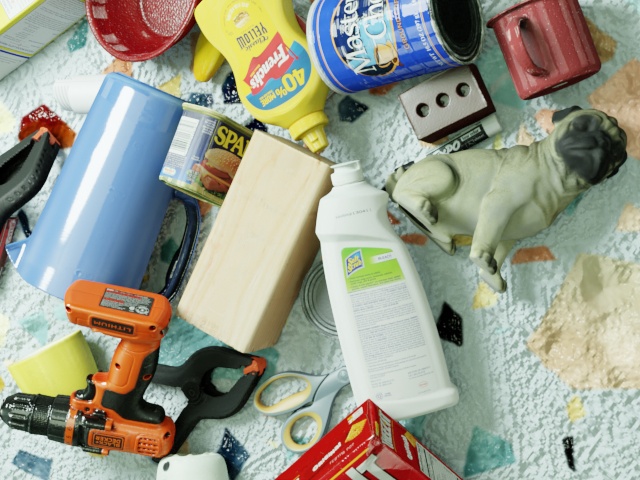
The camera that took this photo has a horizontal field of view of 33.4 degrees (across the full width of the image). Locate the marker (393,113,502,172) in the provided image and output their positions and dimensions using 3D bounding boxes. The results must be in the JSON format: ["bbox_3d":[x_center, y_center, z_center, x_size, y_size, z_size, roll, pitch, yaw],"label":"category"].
[{"bbox_3d":[0.126,-0.090,1.073,0.121,0.020,0.020,-29,81,17],"label":"marker"}]

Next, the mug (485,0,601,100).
[{"bbox_3d":[0.208,-0.182,0.997,0.093,0.117,0.081,-21,88,33],"label":"mug"}]

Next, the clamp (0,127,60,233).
[{"bbox_3d":[-0.360,-0.039,1.179,0.165,0.036,0.210,25,67,45],"label":"clamp"}]

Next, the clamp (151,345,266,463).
[{"bbox_3d":[-0.134,0.172,1.153,0.172,0.039,0.120,-15,96,21],"label":"clamp"}]

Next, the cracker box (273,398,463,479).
[{"bbox_3d":[0.064,0.280,1.017,0.213,0.072,0.164,42,105,-17],"label":"cracker box"}]

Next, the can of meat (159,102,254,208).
[{"bbox_3d":[-0.112,-0.084,1.104,0.058,0.102,0.084,18,85,36],"label":"can of meat"}]

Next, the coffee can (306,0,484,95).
[{"bbox_3d":[0.072,-0.204,1.029,0.141,0.102,0.103,-9,87,37],"label":"coffee can"}]

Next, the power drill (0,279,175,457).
[{"bbox_3d":[-0.231,0.134,1.092,0.184,0.057,0.188,10,120,-5],"label":"power drill"}]

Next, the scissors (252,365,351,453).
[{"bbox_3d":[0.025,0.161,1.109,0.202,0.016,0.096,-16,86,18],"label":"scissors"}]

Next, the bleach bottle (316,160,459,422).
[{"bbox_3d":[0.059,0.046,1.036,0.102,0.068,0.251,-14,96,-9],"label":"bleach bottle"}]

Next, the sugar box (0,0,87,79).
[{"bbox_3d":[-0.342,-0.242,1.198,0.176,0.093,0.048,-29,80,16],"label":"sugar box"}]

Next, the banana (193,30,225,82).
[{"bbox_3d":[-0.072,-0.251,1.130,0.198,0.037,0.070,-37,66,17],"label":"banana"}]

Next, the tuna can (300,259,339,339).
[{"bbox_3d":[0.025,0.058,1.099,0.086,0.033,0.086,0,90,19],"label":"tuna can"}]

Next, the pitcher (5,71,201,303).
[{"bbox_3d":[-0.212,-0.047,1.143,0.145,0.149,0.243,26,95,33],"label":"pitcher"}]

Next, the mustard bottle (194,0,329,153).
[{"bbox_3d":[-0.044,-0.175,1.078,0.096,0.058,0.191,-30,84,18],"label":"mustard bottle"}]

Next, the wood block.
[{"bbox_3d":[-0.057,0.002,1.098,0.090,0.090,0.206,27,98,16],"label":"wood block"}]

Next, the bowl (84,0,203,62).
[{"bbox_3d":[-0.178,-0.269,1.151,0.162,0.055,0.162,0,89,32],"label":"bowl"}]

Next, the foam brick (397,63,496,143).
[{"bbox_3d":[0.126,-0.136,1.056,0.078,0.051,0.053,-26,82,17],"label":"foam brick"}]
